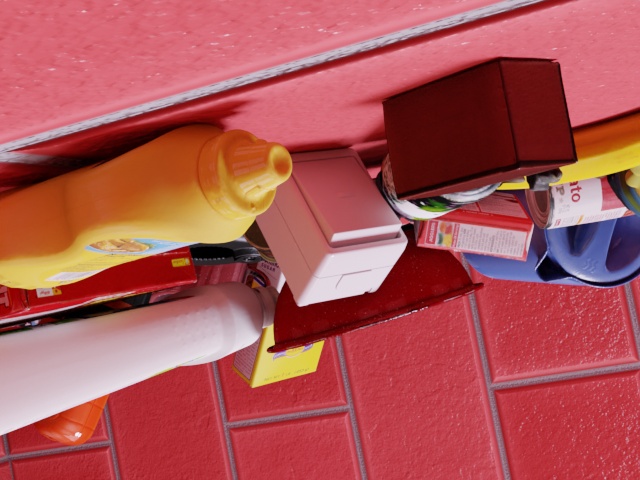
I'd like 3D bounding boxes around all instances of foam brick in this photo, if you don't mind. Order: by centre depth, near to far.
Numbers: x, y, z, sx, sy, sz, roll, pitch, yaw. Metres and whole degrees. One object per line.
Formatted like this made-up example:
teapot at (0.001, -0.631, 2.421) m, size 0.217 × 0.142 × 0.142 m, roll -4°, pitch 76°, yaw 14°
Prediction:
foam brick at (0.078, -0.054, 0.528) m, size 0.052 × 0.051 × 0.078 m, roll -9°, pitch 177°, yaw -45°

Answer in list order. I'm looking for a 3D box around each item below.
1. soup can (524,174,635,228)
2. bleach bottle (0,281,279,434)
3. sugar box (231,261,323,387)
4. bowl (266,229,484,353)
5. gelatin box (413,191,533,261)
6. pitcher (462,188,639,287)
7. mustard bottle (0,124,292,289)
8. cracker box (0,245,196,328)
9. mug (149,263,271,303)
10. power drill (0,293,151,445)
soup can at (0.250, -0.051, 0.998) m, size 0.102 × 0.068 × 0.068 m, roll -10°, pitch 177°, yaw -7°
bleach bottle at (-0.140, 0.074, 0.739) m, size 0.250 × 0.068 × 0.103 m, roll -14°, pitch 179°, yaw -34°
sugar box at (-0.028, 0.062, 1.106) m, size 0.093 × 0.176 × 0.048 m, roll -10°, pitch -142°, yaw -41°
bowl at (0.031, 0.031, 0.758) m, size 0.162 × 0.055 × 0.162 m, roll -17°, pitch 178°, yaw -1°
gelatin box at (0.101, -0.014, 0.731) m, size 0.073 × 0.030 × 0.089 m, roll 8°, pitch -165°, yaw 0°
pitcher at (0.253, -0.020, 1.159) m, size 0.149 × 0.145 × 0.243 m, roll 3°, pitch 177°, yaw -17°
mustard bottle at (-0.089, -0.018, 0.537) m, size 0.192 × 0.058 × 0.096 m, roll -13°, pitch 175°, yaw 40°
cracker box at (-0.219, 0.023, 0.716) m, size 0.214 × 0.072 × 0.163 m, roll -14°, pitch 177°, yaw 30°
mug at (-0.105, 0.044, 1.047) m, size 0.117 × 0.081 × 0.093 m, roll 7°, pitch 145°, yaw 10°
power drill at (-0.216, 0.057, 0.847) m, size 0.188 × 0.184 × 0.057 m, roll 6°, pitch 157°, yaw 39°
